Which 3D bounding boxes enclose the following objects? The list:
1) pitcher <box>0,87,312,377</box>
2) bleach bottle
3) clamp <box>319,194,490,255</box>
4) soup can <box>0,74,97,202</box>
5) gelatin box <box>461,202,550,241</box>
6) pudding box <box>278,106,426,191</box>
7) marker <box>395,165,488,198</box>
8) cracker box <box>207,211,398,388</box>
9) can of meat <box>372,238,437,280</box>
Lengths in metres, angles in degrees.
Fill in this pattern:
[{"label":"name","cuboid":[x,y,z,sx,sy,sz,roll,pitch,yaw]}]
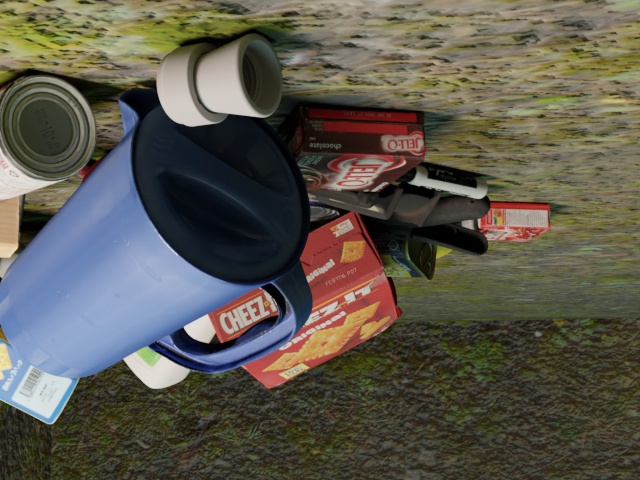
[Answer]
[{"label":"pitcher","cuboid":[-0.121,0.019,0.737,0.144,0.149,0.243,13,149,-36]},{"label":"bleach bottle","cuboid":[-0.129,0.037,1.074,0.067,0.103,0.251,-17,149,-47]},{"label":"clamp","cuboid":[0.086,-0.024,1.030,0.171,0.039,0.120,7,154,1]},{"label":"soup can","cuboid":[-0.196,-0.063,0.682,0.068,0.068,0.102,7,169,-38]},{"label":"gelatin box","cuboid":[0.192,-0.018,1.117,0.073,0.030,0.089,2,172,-6]},{"label":"pudding box","cuboid":[0.016,-0.063,0.766,0.090,0.039,0.114,2,172,-14]},{"label":"marker","cuboid":[0.098,-0.053,0.911,0.120,0.020,0.020,8,169,-42]},{"label":"cracker box","cuboid":[-0.012,0.066,1.045,0.164,0.072,0.213,-28,162,-1]},{"label":"can of meat","cuboid":[0.072,0.005,1.161,0.084,0.057,0.102,0,160,23]}]
